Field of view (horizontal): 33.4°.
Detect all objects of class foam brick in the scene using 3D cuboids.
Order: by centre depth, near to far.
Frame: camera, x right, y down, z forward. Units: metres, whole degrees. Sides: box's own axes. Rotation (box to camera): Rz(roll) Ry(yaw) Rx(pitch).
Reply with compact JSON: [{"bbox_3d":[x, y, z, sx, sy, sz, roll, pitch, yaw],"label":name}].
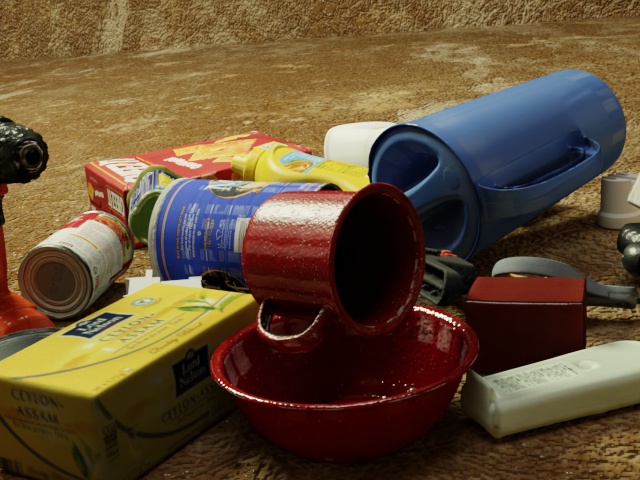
[{"bbox_3d":[0.140,0.057,0.724,0.078,0.053,0.051,1,18,15],"label":"foam brick"}]

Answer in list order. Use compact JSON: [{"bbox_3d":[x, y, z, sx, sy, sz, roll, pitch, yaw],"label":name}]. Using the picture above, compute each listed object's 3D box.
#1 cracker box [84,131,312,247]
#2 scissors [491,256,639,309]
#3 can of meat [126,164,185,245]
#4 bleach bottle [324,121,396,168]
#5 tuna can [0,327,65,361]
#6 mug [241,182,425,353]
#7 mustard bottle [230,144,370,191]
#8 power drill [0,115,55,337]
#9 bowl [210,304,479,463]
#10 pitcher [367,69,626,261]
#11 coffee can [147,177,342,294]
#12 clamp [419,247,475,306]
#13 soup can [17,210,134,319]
[{"bbox_3d":[-0.135,-0.064,1.179,0.213,0.072,0.164,-13,18,-24],"label":"cracker box"},{"bbox_3d":[0.209,0.034,0.766,0.202,0.016,0.096,-1,-22,18],"label":"scissors"},{"bbox_3d":[-0.130,-0.019,0.997,0.102,0.057,0.084,30,12,-16],"label":"can of meat"},{"bbox_3d":[0.071,-0.097,1.161,0.102,0.068,0.251,-7,6,-7],"label":"bleach bottle"},{"bbox_3d":[-0.201,0.092,0.744,0.086,0.034,0.086,-5,16,1],"label":"tuna can"},{"bbox_3d":[0.001,0.020,0.657,0.082,0.093,0.117,3,55,42],"label":"mug"},{"bbox_3d":[-0.002,-0.056,1.065,0.192,0.058,0.096,16,20,20],"label":"mustard bottle"},{"bbox_3d":[-0.246,-0.005,0.814,0.057,0.188,0.185,-15,18,-35],"label":"power drill"},{"bbox_3d":[0.016,0.089,0.647,0.162,0.055,0.162,-5,17,1],"label":"bowl"},{"bbox_3d":[0.176,-0.074,0.967,0.242,0.145,0.149,-26,66,-35],"label":"pitcher"},{"bbox_3d":[-0.056,0.001,0.882,0.140,0.103,0.102,3,18,25],"label":"coffee can"},{"bbox_3d":[0.050,0.016,0.802,0.165,0.036,0.209,15,5,21],"label":"clamp"},{"bbox_3d":[-0.211,0.020,0.927,0.068,0.068,0.102,-2,17,11],"label":"soup can"}]
